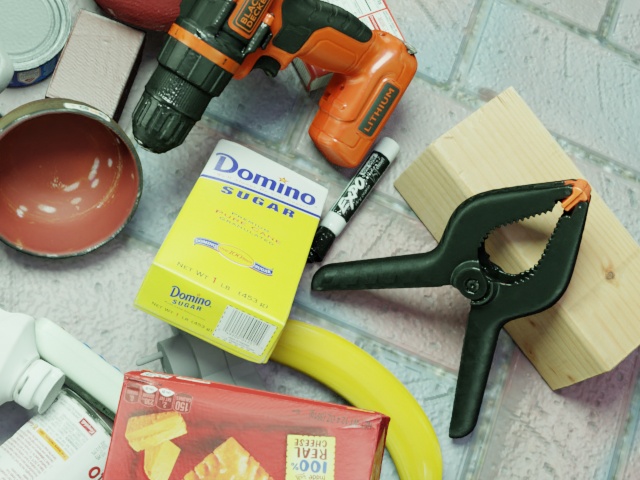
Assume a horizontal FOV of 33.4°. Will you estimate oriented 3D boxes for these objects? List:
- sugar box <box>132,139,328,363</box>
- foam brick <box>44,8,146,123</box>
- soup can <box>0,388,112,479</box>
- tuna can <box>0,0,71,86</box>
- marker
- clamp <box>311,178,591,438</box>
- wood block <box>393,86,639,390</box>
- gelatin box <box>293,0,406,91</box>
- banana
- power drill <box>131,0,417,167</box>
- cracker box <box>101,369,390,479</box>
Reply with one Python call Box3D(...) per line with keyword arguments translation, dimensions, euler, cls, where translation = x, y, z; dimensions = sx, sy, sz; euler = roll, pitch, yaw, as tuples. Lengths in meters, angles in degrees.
Box3D(translation=(-0.055, 0.001, 0.731), dimensions=(0.093, 0.048, 0.176), euler=(26, 35, -6), cls="sugar box")
Box3D(translation=(-0.165, -0.119, 0.781), dimensions=(0.051, 0.053, 0.078), euler=(20, 70, -9), cls="foam brick")
Box3D(translation=(-0.182, 0.153, 0.688), dimensions=(0.068, 0.069, 0.102), euler=(47, 68, 2), cls="soup can")
Box3D(translation=(-0.228, -0.158, 0.786), dimensions=(0.086, 0.034, 0.086), euler=(4, 73, -14), cls="tuna can")
Box3D(translation=(0.023, -0.031, 0.823), dimensions=(0.020, 0.020, 0.121), euler=(37, 68, -2), cls="marker")
Box3D(translation=(0.101, 0.024, 0.757), dimensions=(0.164, 0.210, 0.036), euler=(40, 26, 4), cls="clamp")
Box3D(translation=(0.162, 0.000, 0.813), dimensions=(0.090, 0.090, 0.206), euler=(-35, 85, -22), cls="wood block")
Box3D(translation=(0.015, -0.169, 0.856), dimensions=(0.089, 0.030, 0.073), euler=(-23, 80, -20), cls="gelatin box")
Box3D(translation=(0.027, 0.118, 0.770), dimensions=(0.069, 0.037, 0.198), euler=(-39, 87, -22), cls="banana")
Box3D(translation=(-0.027, -0.118, 0.755), dimensions=(0.187, 0.057, 0.184), euler=(25, 101, -47), cls="power drill")
Box3D(translation=(-0.056, 0.196, 0.644), dimensions=(0.164, 0.072, 0.213), euler=(9, 81, 11), cls="cracker box")
